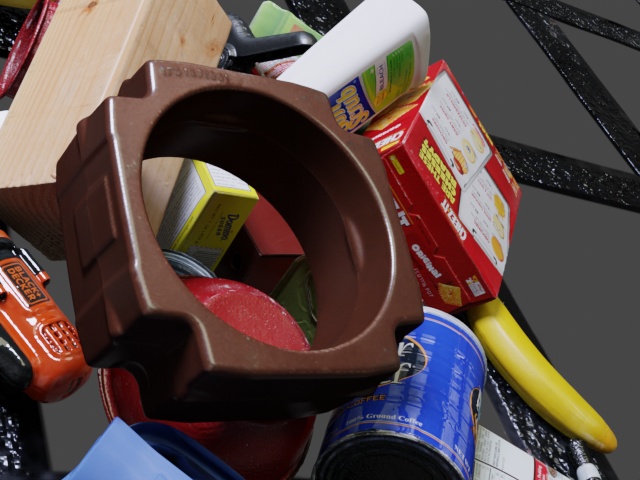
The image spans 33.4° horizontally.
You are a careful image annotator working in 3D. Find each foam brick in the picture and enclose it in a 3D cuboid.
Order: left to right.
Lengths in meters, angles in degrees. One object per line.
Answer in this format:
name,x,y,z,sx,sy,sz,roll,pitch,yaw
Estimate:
foam brick,-0.055,0.001,0.833,0.051,0.053,0.078,1,45,-42

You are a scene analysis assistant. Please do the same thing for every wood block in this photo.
wood block,-0.146,-0.097,0.742,0.090,0.091,0.206,50,46,-46

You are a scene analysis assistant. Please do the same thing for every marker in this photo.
marker,0.222,0.208,0.847,0.020,0.020,0.121,16,37,-27

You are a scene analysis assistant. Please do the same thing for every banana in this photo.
banana,0.182,0.104,0.928,0.069,0.037,0.198,-3,48,-42

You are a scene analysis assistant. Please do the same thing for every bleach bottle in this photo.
bleach bottle,-0.008,-0.109,0.910,0.068,0.102,0.250,36,63,23

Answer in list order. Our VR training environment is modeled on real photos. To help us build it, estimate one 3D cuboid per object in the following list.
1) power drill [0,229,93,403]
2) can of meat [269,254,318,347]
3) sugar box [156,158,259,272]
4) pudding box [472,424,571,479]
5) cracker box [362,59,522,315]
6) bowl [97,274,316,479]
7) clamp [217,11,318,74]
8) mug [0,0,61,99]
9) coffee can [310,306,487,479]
power drill,-0.244,0.036,0.610,0.184,0.057,0.187,46,34,17
can of meat,0.004,0.046,0.784,0.057,0.102,0.083,43,31,12
sugar box,-0.111,-0.063,0.827,0.048,0.093,0.176,9,41,-35
pudding box,0.136,0.191,0.773,0.113,0.039,0.090,30,33,-4
cracker box,0.109,-0.052,0.986,0.164,0.072,0.213,57,29,-16
bowl,-0.057,0.084,0.680,0.161,0.055,0.162,20,52,-28
clamp,-0.082,-0.152,0.984,0.172,0.120,0.039,28,3,41
mug,-0.198,-0.148,0.854,0.081,0.093,0.117,24,62,-25
coffee can,0.057,0.125,0.727,0.102,0.103,0.140,31,33,-6
